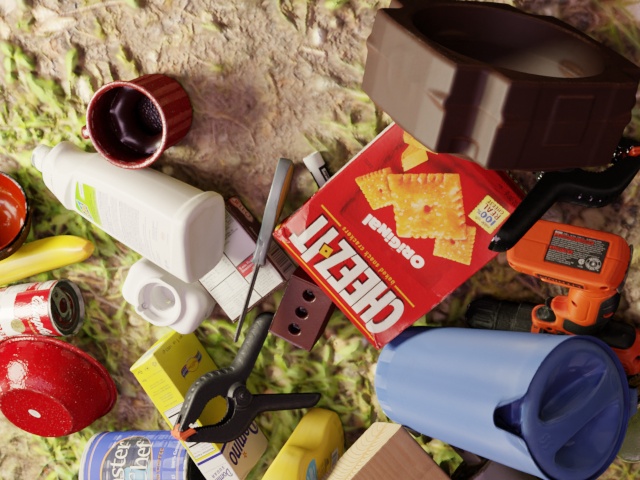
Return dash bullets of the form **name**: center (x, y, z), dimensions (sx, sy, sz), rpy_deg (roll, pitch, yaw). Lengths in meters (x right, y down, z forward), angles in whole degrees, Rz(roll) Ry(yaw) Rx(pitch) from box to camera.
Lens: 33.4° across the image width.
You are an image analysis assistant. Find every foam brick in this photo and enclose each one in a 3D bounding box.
- **foam brick**: center (-0.013, 0.069, 1.148), dimensions (0.053, 0.051, 0.078), rpy_deg (26, 115, 8)

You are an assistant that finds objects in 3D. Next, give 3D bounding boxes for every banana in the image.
- **banana**: center (-0.342, 0.029, 1.240), dimensions (0.198, 0.069, 0.037), rpy_deg (-19, 116, 13)

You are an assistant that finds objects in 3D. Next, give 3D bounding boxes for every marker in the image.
- **marker**: center (0.018, -0.036, 1.119), dimensions (0.020, 0.020, 0.121), rpy_deg (-24, 99, 25)

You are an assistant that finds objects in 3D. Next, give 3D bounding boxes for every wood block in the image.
- **wood block**: center (0.109, 0.295, 1.106), dimensions (0.090, 0.090, 0.206), rpy_deg (-43, 95, -17)

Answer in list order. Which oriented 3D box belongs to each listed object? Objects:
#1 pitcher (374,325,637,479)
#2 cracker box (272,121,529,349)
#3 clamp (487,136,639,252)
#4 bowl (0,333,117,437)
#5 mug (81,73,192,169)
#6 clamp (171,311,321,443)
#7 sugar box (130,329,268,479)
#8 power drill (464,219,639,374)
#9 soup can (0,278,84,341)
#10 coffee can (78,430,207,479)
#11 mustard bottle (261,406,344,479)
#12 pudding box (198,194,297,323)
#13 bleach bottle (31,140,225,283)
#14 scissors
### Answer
- **pitcher**: center (0.171, 0.146, 1.027), dimensions (0.149, 0.145, 0.243), rpy_deg (49, 157, -25)
- **cracker box**: center (0.085, -0.020, 1.060), dimensions (0.214, 0.072, 0.164), rpy_deg (-41, 93, 19)
- **clamp**: center (0.203, -0.074, 0.974), dimensions (0.165, 0.209, 0.036), rpy_deg (62, 151, 29)
- **bowl**: center (-0.326, 0.184, 1.262), dimensions (0.162, 0.055, 0.162), rpy_deg (8, 134, 8)
- **mug**: center (-0.197, -0.127, 1.126), dimensions (0.117, 0.081, 0.093), rpy_deg (-12, 104, 22)
- **clamp**: center (-0.081, 0.174, 1.169), dimensions (0.120, 0.171, 0.039), rpy_deg (50, 160, -6)
- **sugar box**: center (-0.134, 0.189, 1.210), dimensions (0.048, 0.093, 0.176), rpy_deg (-34, 96, 26)
- **power drill**: center (0.221, 0.054, 1.013), dimensions (0.185, 0.057, 0.187), rpy_deg (11, 151, 21)
- **soup can**: center (-0.340, 0.084, 1.258), dimensions (0.102, 0.068, 0.068), rpy_deg (-7, 106, 22)
- **coffee can**: center (-0.197, 0.275, 1.256), dimensions (0.140, 0.102, 0.103), rpy_deg (-5, 107, 20)
- **mustard bottle**: center (-0.028, 0.262, 1.144), dimensions (0.058, 0.191, 0.096), rpy_deg (14, 112, 14)
- **pudding box**: center (-0.095, 0.020, 1.168), dimensions (0.090, 0.039, 0.113), rpy_deg (-38, 91, 27)
- **bleach bottle**: center (-0.216, -0.050, 1.146), dimensions (0.251, 0.068, 0.103), rpy_deg (28, 136, 26)
- **scissors**: center (-0.057, 0.001, 1.117), dimensions (0.016, 0.096, 0.202), rpy_deg (17, 115, 2)
